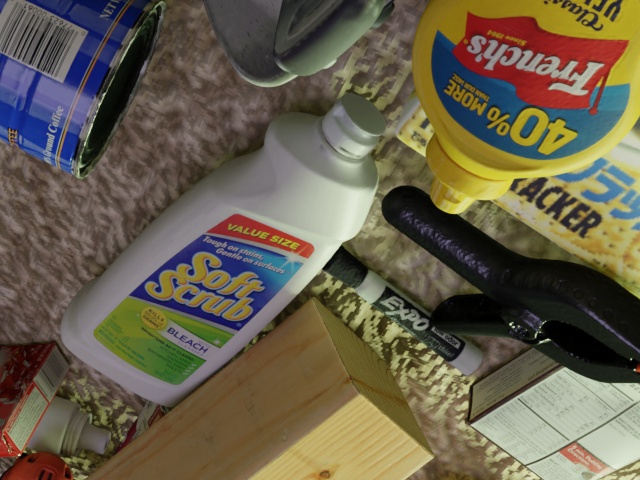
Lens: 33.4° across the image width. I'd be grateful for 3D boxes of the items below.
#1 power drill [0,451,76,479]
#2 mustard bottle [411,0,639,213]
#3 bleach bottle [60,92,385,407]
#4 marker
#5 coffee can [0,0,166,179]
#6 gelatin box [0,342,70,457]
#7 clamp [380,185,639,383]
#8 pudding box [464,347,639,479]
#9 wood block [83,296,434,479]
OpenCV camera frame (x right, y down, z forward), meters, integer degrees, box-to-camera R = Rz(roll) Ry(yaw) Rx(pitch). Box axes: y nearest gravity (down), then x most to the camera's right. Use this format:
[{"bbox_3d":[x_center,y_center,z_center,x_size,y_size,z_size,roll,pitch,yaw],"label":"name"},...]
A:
[{"bbox_3d":[-0.165,0.224,0.832,0.187,0.057,0.185,24,157,-12],"label":"power drill"},{"bbox_3d":[0.090,-0.082,0.424,0.096,0.058,0.192,28,132,1],"label":"mustard bottle"},{"bbox_3d":[-0.054,0.001,0.627,0.102,0.068,0.251,35,128,-13],"label":"bleach bottle"},{"bbox_3d":[0.049,0.042,0.655,0.121,0.020,0.020,37,130,-13],"label":"marker"},{"bbox_3d":[-0.164,-0.107,0.543,0.140,0.102,0.103,26,132,-5],"label":"coffee can"},{"bbox_3d":[-0.231,0.113,0.758,0.073,0.089,0.030,-6,127,22],"label":"gelatin box"},{"bbox_3d":[0.113,0.038,0.575,0.172,0.039,0.120,29,162,30],"label":"clamp"},{"bbox_3d":[0.159,0.102,0.658,0.090,0.039,0.114,38,128,-14],"label":"pudding box"},{"bbox_3d":[-0.047,0.145,0.659,0.206,0.090,0.090,-39,128,9],"label":"wood block"}]
